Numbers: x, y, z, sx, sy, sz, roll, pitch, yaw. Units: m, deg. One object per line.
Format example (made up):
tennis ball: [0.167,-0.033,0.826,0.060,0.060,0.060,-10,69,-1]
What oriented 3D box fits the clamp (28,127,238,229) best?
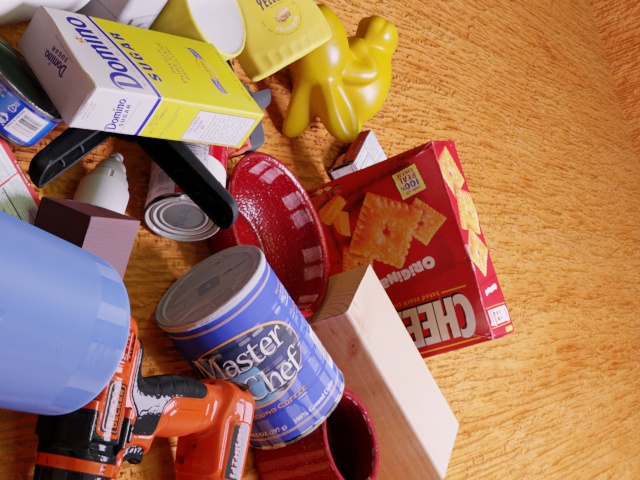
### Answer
clamp: [-0.162,-0.098,0.849,0.164,0.036,0.210,8,43,-34]

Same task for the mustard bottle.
mustard bottle: [-0.073,-0.258,1.033,0.096,0.058,0.191,-33,99,-23]

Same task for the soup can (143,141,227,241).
soup can: [-0.115,-0.059,0.918,0.068,0.069,0.102,40,40,-44]

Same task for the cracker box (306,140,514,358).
cracker box: [0.091,0.020,1.135,0.072,0.164,0.214,-7,79,-60]

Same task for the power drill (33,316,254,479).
power drill: [-0.125,0.153,0.759,0.187,0.057,0.184,31,66,-57]

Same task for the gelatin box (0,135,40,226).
gelatin box: [-0.235,-0.026,0.726,0.073,0.030,0.089,63,29,-18]

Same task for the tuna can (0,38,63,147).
tuna can: [-0.223,-0.107,0.756,0.086,0.034,0.086,48,8,-9]

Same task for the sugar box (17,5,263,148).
sugar box: [-0.134,-0.123,0.822,0.175,0.048,0.093,4,44,-53]

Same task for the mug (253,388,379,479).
mug: [-0.004,0.196,0.945,0.093,0.082,0.117,20,56,-56]

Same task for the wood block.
wood block: [0.048,0.141,1.064,0.206,0.090,0.090,60,30,-19]

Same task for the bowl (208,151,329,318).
bowl: [-0.057,0.001,0.999,0.162,0.055,0.162,38,42,-45]

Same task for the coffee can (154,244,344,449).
coffee can: [-0.058,0.089,0.893,0.140,0.103,0.102,58,31,-24]

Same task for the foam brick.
foam brick: [-0.172,0.013,0.753,0.052,0.051,0.078,9,101,-59]

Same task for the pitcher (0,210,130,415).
pitcher: [-0.229,0.038,0.601,0.242,0.149,0.145,28,37,-52]

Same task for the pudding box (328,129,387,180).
pudding box: [0.060,-0.062,1.264,0.113,0.039,0.090,58,31,-19]
